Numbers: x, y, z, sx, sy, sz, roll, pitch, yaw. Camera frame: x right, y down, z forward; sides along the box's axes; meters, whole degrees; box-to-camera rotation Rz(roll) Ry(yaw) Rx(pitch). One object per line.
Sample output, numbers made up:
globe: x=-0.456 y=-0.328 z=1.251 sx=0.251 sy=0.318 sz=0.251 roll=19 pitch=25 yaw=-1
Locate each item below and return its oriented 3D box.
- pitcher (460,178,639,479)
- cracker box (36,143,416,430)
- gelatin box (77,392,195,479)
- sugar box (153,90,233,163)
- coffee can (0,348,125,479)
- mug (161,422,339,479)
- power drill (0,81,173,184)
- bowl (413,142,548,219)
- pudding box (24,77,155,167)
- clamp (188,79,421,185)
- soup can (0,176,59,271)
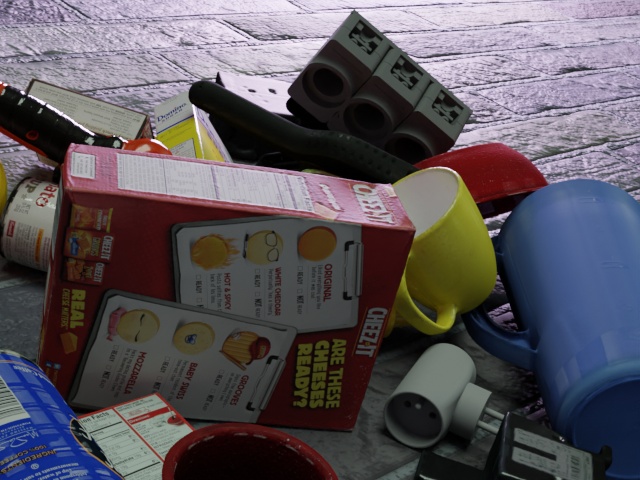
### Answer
pitcher: x=0.202 y=0.065 z=0.811 sx=0.145 sy=0.149 sz=0.242 roll=43 pitch=23 yaw=-21
cracker box: x=-0.066 y=0.033 z=0.685 sx=0.213 sy=0.164 sz=0.072 roll=6 pitch=30 yaw=-15
gelatin box: x=-0.104 y=0.132 z=0.625 sx=0.073 sy=0.030 sz=0.089 roll=-14 pitch=38 yaw=-41
sugar box: x=-0.100 y=-0.053 z=0.910 sx=0.048 sy=0.093 sz=0.176 roll=-25 pitch=32 yaw=6
coffee can: x=-0.148 y=0.133 z=0.521 sx=0.102 sy=0.103 sz=0.140 roll=-10 pitch=35 yaw=-39
mug: x=-0.037 y=0.161 z=0.545 sx=0.093 sy=0.081 sz=0.117 roll=-3 pitch=32 yaw=-31
power drill: x=-0.221 y=-0.081 z=0.823 sx=0.187 sy=0.057 sz=0.185 roll=27 pitch=-16 yaw=-30
bowl: x=0.127 y=-0.048 z=0.952 sx=0.162 sy=0.055 sz=0.162 roll=-15 pitch=-6 yaw=-2
pudding box: x=-0.200 y=-0.089 z=0.934 sx=0.113 sy=0.090 sz=0.039 roll=16 pitch=64 yaw=7
clamp: x=-0.008 y=-0.076 z=0.916 sx=0.210 sy=0.036 sz=0.164 roll=17 pitch=-14 yaw=32
soup can: x=-0.181 y=-0.003 z=0.804 sx=0.102 sy=0.068 sz=0.068 roll=16 pitch=27 yaw=5
